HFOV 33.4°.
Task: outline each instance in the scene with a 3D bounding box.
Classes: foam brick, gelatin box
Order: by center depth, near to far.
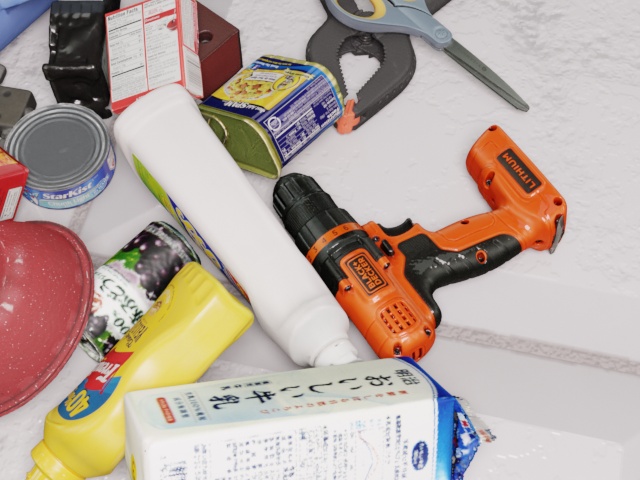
[{"bbox_3d":[-0.134,-0.150,0.862,0.073,0.030,0.089,-13,74,25],"label":"gelatin box"},{"bbox_3d":[-0.112,-0.169,0.915,0.078,0.051,0.053,36,66,21],"label":"foam brick"}]

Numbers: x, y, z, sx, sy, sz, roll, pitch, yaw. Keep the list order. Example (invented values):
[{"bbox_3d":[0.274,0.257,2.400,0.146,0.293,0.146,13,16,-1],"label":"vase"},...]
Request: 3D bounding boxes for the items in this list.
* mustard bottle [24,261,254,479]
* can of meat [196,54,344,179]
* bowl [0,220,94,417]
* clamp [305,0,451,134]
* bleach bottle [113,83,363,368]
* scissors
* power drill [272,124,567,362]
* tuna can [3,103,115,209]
[{"bbox_3d":[-0.131,0.102,0.730,0.058,0.096,0.191,45,84,-19],"label":"mustard bottle"},{"bbox_3d":[-0.042,-0.103,0.856,0.083,0.057,0.102,-43,39,-23],"label":"can of meat"},{"bbox_3d":[-0.242,0.045,0.758,0.162,0.055,0.162,-13,57,21],"label":"bowl"},{"bbox_3d":[0.031,-0.186,0.927,0.164,0.036,0.210,17,61,7],"label":"clamp"},{"bbox_3d":[-0.055,0.001,0.783,0.068,0.102,0.251,-35,64,-10],"label":"bleach bottle"},{"bbox_3d":[0.080,-0.168,0.894,0.096,0.016,0.202,-28,73,-21],"label":"scissors"},{"bbox_3d":[0.077,-0.013,0.817,0.187,0.057,0.184,-30,63,-13],"label":"power drill"},{"bbox_3d":[-0.211,-0.068,0.869,0.086,0.034,0.086,-1,59,1],"label":"tuna can"}]
